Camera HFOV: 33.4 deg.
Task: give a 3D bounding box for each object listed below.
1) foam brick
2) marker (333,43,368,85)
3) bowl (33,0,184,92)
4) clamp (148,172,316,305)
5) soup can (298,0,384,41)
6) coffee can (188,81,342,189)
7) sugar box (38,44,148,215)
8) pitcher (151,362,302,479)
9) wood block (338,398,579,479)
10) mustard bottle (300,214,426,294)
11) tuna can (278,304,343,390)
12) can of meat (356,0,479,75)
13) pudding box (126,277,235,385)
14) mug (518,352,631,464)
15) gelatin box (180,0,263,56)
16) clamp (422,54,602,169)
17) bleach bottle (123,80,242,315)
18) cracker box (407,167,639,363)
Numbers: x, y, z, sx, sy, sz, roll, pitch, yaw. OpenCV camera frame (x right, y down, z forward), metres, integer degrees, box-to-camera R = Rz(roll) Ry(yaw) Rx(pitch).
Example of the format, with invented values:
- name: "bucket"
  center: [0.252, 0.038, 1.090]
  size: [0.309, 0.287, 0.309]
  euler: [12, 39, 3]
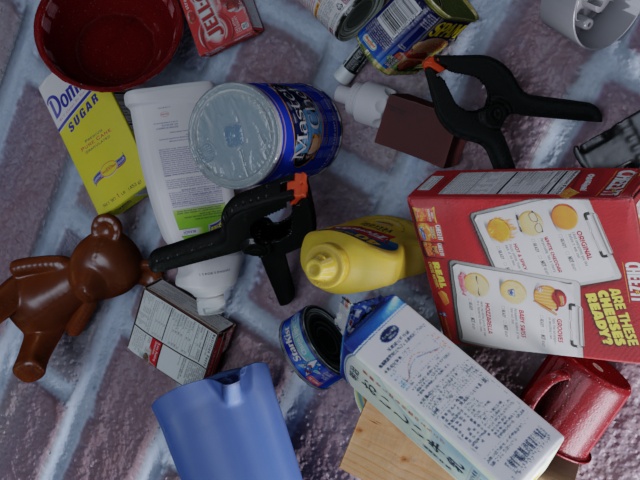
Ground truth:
- name: "foam brick"
  center: [0.102, -0.109, 1.048]
  size: [0.078, 0.051, 0.053]
  euler: [24, 106, 22]
- name: "marker"
  center: [0.057, -0.207, 1.075]
  size: [0.020, 0.020, 0.121]
  euler: [46, 114, 14]
- name: "bowl"
  center: [-0.229, -0.224, 1.172]
  size: [0.162, 0.055, 0.162]
  euler: [0, 71, -1]
- name: "clamp"
  center: [-0.057, 0.001, 1.073]
  size: [0.210, 0.164, 0.036]
  euler: [-39, 41, 44]
- name: "soup can"
  center: [0.007, -0.257, 1.066]
  size: [0.102, 0.068, 0.069]
  euler: [46, 114, 13]
- name: "coffee can"
  center: [-0.053, -0.108, 1.076]
  size: [0.103, 0.140, 0.103]
  euler: [4, 99, 26]
- name: "sugar box"
  center: [-0.249, -0.126, 1.226]
  size: [0.093, 0.048, 0.176]
  euler: [-31, 84, 27]
- name: "pitcher"
  center: [-0.081, 0.263, 1.131]
  size: [0.145, 0.149, 0.243]
  euler: [-27, 74, 19]
- name: "wood block"
  center: [0.136, 0.217, 1.038]
  size: [0.206, 0.090, 0.090]
  euler: [25, 110, 13]
- name: "mustard bottle"
  center: [0.035, 0.014, 1.020]
  size: [0.096, 0.191, 0.058]
  euler: [18, 105, 23]
- name: "tuna can"
  center: [-0.003, 0.111, 1.112]
  size: [0.034, 0.086, 0.086]
  euler: [-35, 81, 24]
- name: "can of meat"
  center: [0.091, -0.204, 1.014]
  size: [0.084, 0.101, 0.057]
  euler: [-42, 77, 27]
- name: "pudding box"
  center: [-0.159, 0.109, 1.213]
  size: [0.114, 0.039, 0.090]
  euler: [29, 116, 18]
- name: "mug"
  center: [0.227, 0.146, 0.989]
  size: [0.093, 0.117, 0.081]
  euler: [45, 111, 42]
- name: "gelatin box"
  center: [-0.110, -0.251, 1.146]
  size: [0.073, 0.030, 0.089]
  euler: [-20, 88, 28]
- name: "clamp"
  center: [0.173, -0.122, 0.988]
  size: [0.120, 0.039, 0.171]
  euler: [-45, 99, 2]
- name: "bleach bottle"
  center: [-0.144, -0.042, 1.161]
  size: [0.102, 0.068, 0.251]
  euler: [-9, 95, -11]
- name: "cracker box"
  center: [0.200, 0.019, 0.961]
  size: [0.214, 0.072, 0.164]
  euler: [2, 120, 36]
